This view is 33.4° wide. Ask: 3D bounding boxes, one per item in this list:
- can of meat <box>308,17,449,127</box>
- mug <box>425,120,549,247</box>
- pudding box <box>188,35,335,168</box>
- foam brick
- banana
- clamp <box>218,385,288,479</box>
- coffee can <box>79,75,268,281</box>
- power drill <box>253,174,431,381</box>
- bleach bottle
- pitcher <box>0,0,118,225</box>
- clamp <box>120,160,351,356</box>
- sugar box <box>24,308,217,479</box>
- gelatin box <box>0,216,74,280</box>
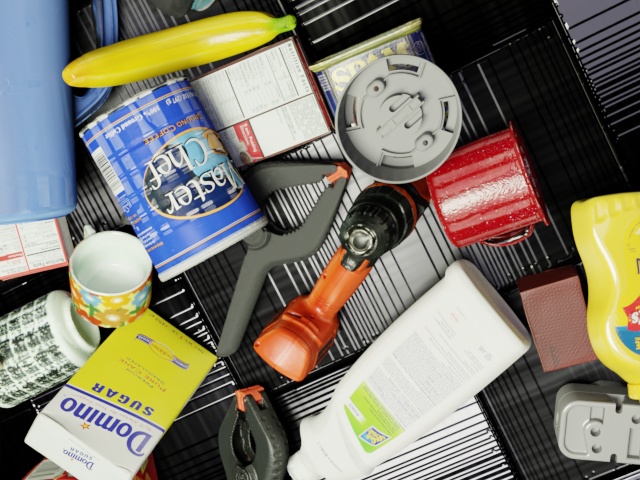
[{"bbox_3d":[0.054,-0.130,0.908,0.102,0.057,0.084,-21,102,12],"label":"can of meat"},{"bbox_3d":[0.144,-0.036,0.907,0.082,0.093,0.117,-20,135,16],"label":"mug"},{"bbox_3d":[-0.055,-0.117,0.933,0.113,0.039,0.090,-21,99,9],"label":"pudding box"},{"bbox_3d":[0.208,0.067,0.933,0.053,0.051,0.078,-16,99,11],"label":"foam brick"},{"bbox_3d":[-0.120,-0.166,0.906,0.197,0.070,0.037,-17,91,-6],"label":"banana"},{"bbox_3d":[-0.054,0.224,0.987,0.120,0.039,0.171,11,106,34],"label":"clamp"},{"bbox_3d":[-0.121,-0.051,0.889,0.103,0.102,0.140,-28,93,12],"label":"coffee can"},{"bbox_3d":[0.020,0.028,0.890,0.057,0.184,0.188,38,113,5],"label":"power drill"},{"bbox_3d":[0.063,0.132,0.960,0.251,0.068,0.102,-41,81,18],"label":"bleach bottle"},{"bbox_3d":[-0.260,-0.139,0.902,0.149,0.145,0.243,-2,97,15],"label":"pitcher"},{"bbox_3d":[-0.056,0.001,0.959,0.210,0.036,0.164,-27,98,15],"label":"clamp"},{"bbox_3d":[-0.168,0.136,0.931,0.093,0.176,0.048,34,122,-1],"label":"sugar box"},{"bbox_3d":[-0.273,-0.013,0.988,0.073,0.030,0.089,-13,99,9],"label":"gelatin box"}]
